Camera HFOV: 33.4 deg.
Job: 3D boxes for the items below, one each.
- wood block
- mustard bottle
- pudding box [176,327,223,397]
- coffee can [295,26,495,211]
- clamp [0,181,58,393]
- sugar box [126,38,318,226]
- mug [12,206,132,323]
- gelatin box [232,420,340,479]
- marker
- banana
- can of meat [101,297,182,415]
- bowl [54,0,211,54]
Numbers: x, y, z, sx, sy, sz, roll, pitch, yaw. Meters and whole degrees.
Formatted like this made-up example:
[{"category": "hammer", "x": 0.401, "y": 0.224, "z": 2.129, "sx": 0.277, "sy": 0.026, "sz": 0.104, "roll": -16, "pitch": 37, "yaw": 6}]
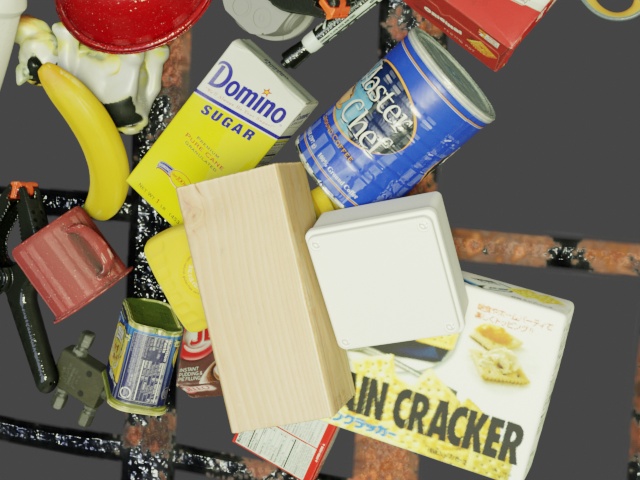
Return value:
[{"category": "wood block", "x": -0.043, "y": 0.045, "z": 0.892, "sx": 0.091, "sy": 0.090, "sz": 0.206, "roll": -12, "pitch": 92, "yaw": 15}, {"category": "mustard bottle", "x": -0.056, "y": 0.001, "z": 0.974, "sx": 0.191, "sy": 0.058, "sz": 0.096, "roll": -27, "pitch": 99, "yaw": 1}, {"category": "pudding box", "x": -0.074, "y": 0.097, "z": 0.999, "sx": 0.114, "sy": 0.039, "sz": 0.090, "roll": -7, "pitch": 59, "yaw": 18}, {"category": "coffee can", "x": 0.063, "y": -0.097, "z": 0.911, "sx": 0.140, "sy": 0.102, "sz": 0.103, "roll": -41, "pitch": 83, "yaw": 20}, {"category": "clamp", "x": -0.313, "y": 0.046, "z": 1.095, "sx": 0.165, "sy": 0.036, "sz": 0.210, "roll": 23, "pitch": 102, "yaw": 23}, {"category": "sugar box", "x": -0.093, "y": -0.092, "z": 0.997, "sx": 0.093, "sy": 0.048, "sz": 0.176, "roll": 43, "pitch": 110, "yaw": 8}, {"category": "mug", "x": -0.236, "y": 0.018, "z": 1.023, "sx": 0.081, "sy": 0.093, "sz": 0.117, "roll": 56, "pitch": 145, "yaw": -8}, {"category": "gelatin box", "x": -0.030, "y": 0.179, "z": 1.022, "sx": 0.089, "sy": 0.030, "sz": 0.073, "roll": 27, "pitch": 107, "yaw": 14}, {"category": "marker", "x": 0.012, "y": -0.194, "z": 0.960, "sx": 0.121, "sy": 0.020, "sz": 0.020, "roll": -35, "pitch": 85, "yaw": 20}, {"category": "banana", "x": -0.217, "y": -0.082, "z": 1.006, "sx": 0.069, "sy": 0.037, "sz": 0.198, "roll": -1, "pitch": 135, "yaw": -2}, {"category": "can of meat", "x": -0.171, "y": 0.108, "z": 1.025, "sx": 0.057, "sy": 0.102, "sz": 0.084, "roll": 12, "pitch": 101, "yaw": -19}, {"category": "bowl", "x": -0.174, "y": -0.251, "z": 0.961, "sx": 0.162, "sy": 0.055, "sz": 0.162, "roll": -4, "pitch": 69, "yaw": 11}]
